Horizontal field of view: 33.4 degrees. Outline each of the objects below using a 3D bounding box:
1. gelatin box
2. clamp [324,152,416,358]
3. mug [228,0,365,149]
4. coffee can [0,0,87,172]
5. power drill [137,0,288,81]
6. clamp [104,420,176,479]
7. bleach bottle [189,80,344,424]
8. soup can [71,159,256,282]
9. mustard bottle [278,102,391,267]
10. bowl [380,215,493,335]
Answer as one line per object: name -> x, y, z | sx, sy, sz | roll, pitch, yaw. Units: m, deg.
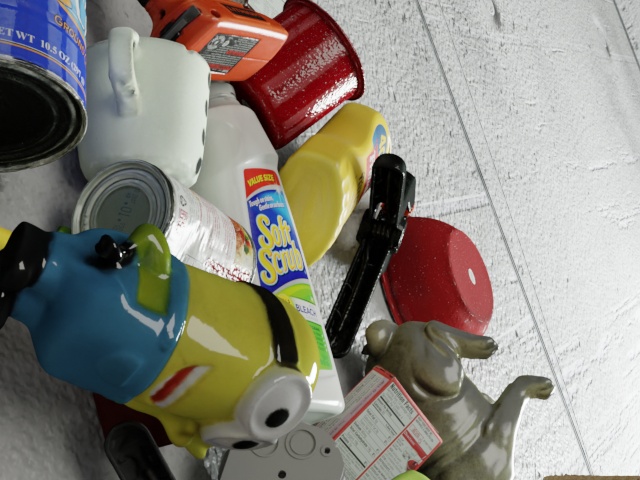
gelatin box -> 0.034, 0.145, 0.754 | 0.089, 0.030, 0.073 | -44, 118, -13
clamp -> 0.052, -0.016, 0.871 | 0.209, 0.036, 0.165 | -54, 163, -64
mug -> -0.028, -0.118, 0.811 | 0.093, 0.081, 0.117 | 48, -18, 9
coffee can -> -0.172, -0.121, 0.549 | 0.102, 0.103, 0.140 | 30, 46, -50
power drill -> -0.103, -0.196, 0.731 | 0.188, 0.057, 0.184 | 55, 28, 13
clamp -> -0.066, 0.172, 0.566 | 0.171, 0.039, 0.120 | 75, -9, -48
bleach bottle -> -0.055, 0.001, 0.718 | 0.102, 0.068, 0.251 | 16, 55, -56
soup can -> -0.090, 0.001, 0.628 | 0.102, 0.069, 0.068 | 38, 39, -60
mustard bottle -> 0.016, -0.059, 0.858 | 0.191, 0.058, 0.096 | -53, 160, -60
bowl -> 0.118, 0.041, 1.001 | 0.162, 0.055, 0.162 | 40, 39, -43
